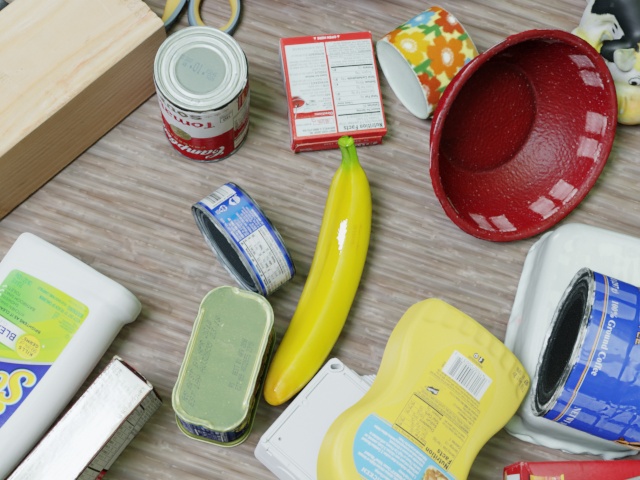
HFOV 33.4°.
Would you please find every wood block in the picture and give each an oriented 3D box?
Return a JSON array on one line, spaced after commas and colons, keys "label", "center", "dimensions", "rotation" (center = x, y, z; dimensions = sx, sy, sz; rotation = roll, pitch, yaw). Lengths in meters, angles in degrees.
[{"label": "wood block", "center": [-0.216, -0.106, 0.786], "dimensions": [0.206, 0.091, 0.090], "rotation": [-42, 80, -13]}]

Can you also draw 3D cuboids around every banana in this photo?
[{"label": "banana", "center": [0.002, 0.026, 0.775], "dimensions": [0.037, 0.069, 0.198], "rotation": [7, 77, 36]}]

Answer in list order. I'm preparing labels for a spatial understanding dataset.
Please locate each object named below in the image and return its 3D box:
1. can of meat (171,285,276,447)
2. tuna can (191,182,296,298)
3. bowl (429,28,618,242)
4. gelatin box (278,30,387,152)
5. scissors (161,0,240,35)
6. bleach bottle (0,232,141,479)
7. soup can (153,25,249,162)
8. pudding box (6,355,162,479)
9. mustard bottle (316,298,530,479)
[{"label": "can of meat", "center": [-0.067, 0.088, 0.743], "dimensions": [0.057, 0.084, 0.102], "rotation": [15, 74, 1]}, {"label": "tuna can", "center": [-0.055, 0.001, 0.767], "dimensions": [0.033, 0.086, 0.086], "rotation": [-36, 79, -14]}, {"label": "bowl", "center": [0.139, -0.083, 0.792], "dimensions": [0.161, 0.055, 0.162], "rotation": [-10, 117, -22]}, {"label": "gelatin box", "center": [0.009, -0.116, 0.833], "dimensions": [0.073, 0.030, 0.089], "rotation": [-6, 75, -6]}, {"label": "scissors", "center": [-0.083, -0.242, 0.870], "dimensions": [0.096, 0.016, 0.201], "rotation": [28, 75, 3]}, {"label": "bleach bottle", "center": [-0.233, 0.123, 0.735], "dimensions": [0.102, 0.068, 0.250], "rotation": [29, 77, 9]}, {"label": "soup can", "center": [-0.086, -0.106, 0.787], "dimensions": [0.068, 0.102, 0.068], "rotation": [1, 74, -4]}, {"label": "pudding box", "center": [-0.157, 0.135, 0.721], "dimensions": [0.039, 0.090, 0.113], "rotation": [36, 76, 6]}, {"label": "mustard bottle", "center": [0.053, 0.138, 0.691], "dimensions": [0.096, 0.058, 0.191], "rotation": [40, 66, -10]}]
